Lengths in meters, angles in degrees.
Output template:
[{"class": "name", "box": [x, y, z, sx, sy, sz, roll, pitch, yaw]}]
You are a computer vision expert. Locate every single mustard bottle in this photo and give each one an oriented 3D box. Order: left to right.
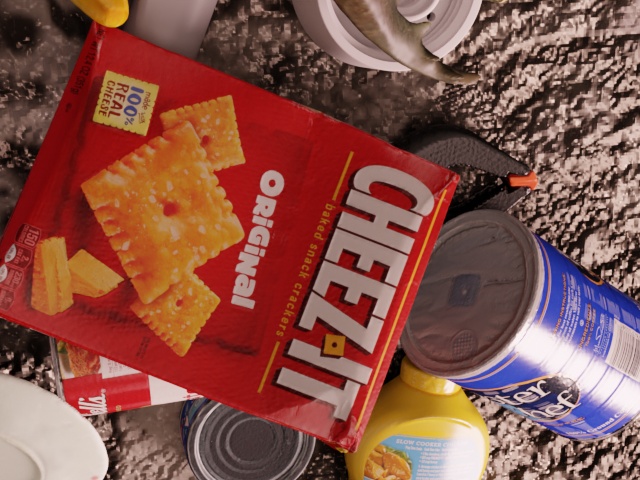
[{"class": "mustard bottle", "box": [0.061, 0.151, 0.710, 0.096, 0.058, 0.192, 5, 106, -14]}]

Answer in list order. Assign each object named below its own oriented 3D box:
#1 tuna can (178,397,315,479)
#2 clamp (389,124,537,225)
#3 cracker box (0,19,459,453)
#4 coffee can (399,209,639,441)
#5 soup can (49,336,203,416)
[{"class": "tuna can", "box": [-0.047, 0.123, 0.687, 0.086, 0.034, 0.086, -4, 108, -13]}, {"class": "clamp", "box": [0.045, -0.038, 0.657, 0.171, 0.039, 0.120, -17, 114, -7]}, {"class": "cracker box", "box": [-0.054, 0.001, 0.579, 0.213, 0.072, 0.164, 22, 82, -6]}, {"class": "coffee can", "box": [0.129, 0.055, 0.653, 0.140, 0.103, 0.103, 28, 99, -38]}, {"class": "soup can", "box": [-0.107, 0.065, 0.636, 0.102, 0.068, 0.068, -8, 109, -12]}]
